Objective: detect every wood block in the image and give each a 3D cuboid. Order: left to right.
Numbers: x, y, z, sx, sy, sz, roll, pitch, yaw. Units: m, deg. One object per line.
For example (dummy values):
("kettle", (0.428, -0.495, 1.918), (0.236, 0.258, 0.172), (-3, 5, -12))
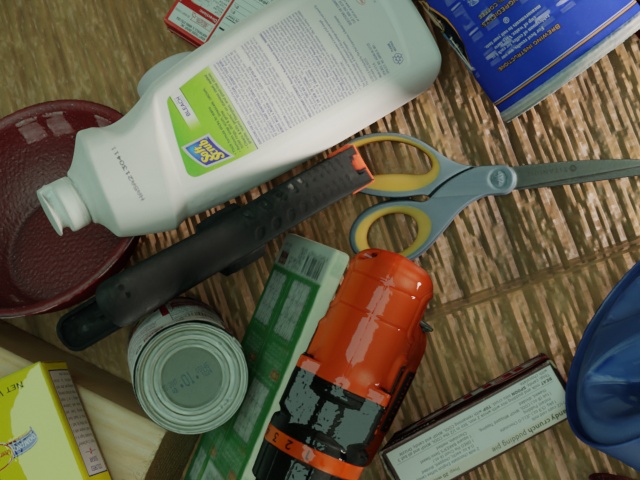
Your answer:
("wood block", (-0.192, 0.114, 0.682), (0.206, 0.090, 0.090), (24, 89, 12))

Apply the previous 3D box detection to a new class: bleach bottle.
("bleach bottle", (-0.055, -0.081, 0.642), (0.250, 0.068, 0.102), (-29, 81, -17))

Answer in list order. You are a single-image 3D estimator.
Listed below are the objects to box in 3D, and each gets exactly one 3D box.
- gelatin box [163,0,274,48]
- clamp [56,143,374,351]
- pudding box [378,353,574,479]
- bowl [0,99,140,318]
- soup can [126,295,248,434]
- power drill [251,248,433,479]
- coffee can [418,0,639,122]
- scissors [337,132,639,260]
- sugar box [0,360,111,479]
("gelatin box", (-0.050, -0.160, 0.713), (0.073, 0.030, 0.089), (34, 92, 10))
("clamp", (-0.054, 0.001, 0.612), (0.209, 0.165, 0.036), (-31, 93, -16))
("pudding box", (0.095, 0.108, 0.632), (0.113, 0.090, 0.039), (-32, 81, 6))
("bowl", (-0.175, -0.011, 0.692), (0.162, 0.055, 0.162), (-8, 59, 13))
("soup can", (-0.083, 0.074, 0.651), (0.068, 0.102, 0.068), (-1, 95, -12))
("power drill", (0.011, 0.098, 0.598), (0.057, 0.187, 0.184), (26, 88, 7))
("coffee can", (0.111, -0.156, 0.633), (0.103, 0.103, 0.140), (-37, 91, 5))
("scissors", (0.103, -0.020, 0.680), (0.202, 0.016, 0.096), (11, 89, 11))
("sugar box", (-0.159, 0.166, 0.601), (0.093, 0.048, 0.176), (-25, 79, 5))
